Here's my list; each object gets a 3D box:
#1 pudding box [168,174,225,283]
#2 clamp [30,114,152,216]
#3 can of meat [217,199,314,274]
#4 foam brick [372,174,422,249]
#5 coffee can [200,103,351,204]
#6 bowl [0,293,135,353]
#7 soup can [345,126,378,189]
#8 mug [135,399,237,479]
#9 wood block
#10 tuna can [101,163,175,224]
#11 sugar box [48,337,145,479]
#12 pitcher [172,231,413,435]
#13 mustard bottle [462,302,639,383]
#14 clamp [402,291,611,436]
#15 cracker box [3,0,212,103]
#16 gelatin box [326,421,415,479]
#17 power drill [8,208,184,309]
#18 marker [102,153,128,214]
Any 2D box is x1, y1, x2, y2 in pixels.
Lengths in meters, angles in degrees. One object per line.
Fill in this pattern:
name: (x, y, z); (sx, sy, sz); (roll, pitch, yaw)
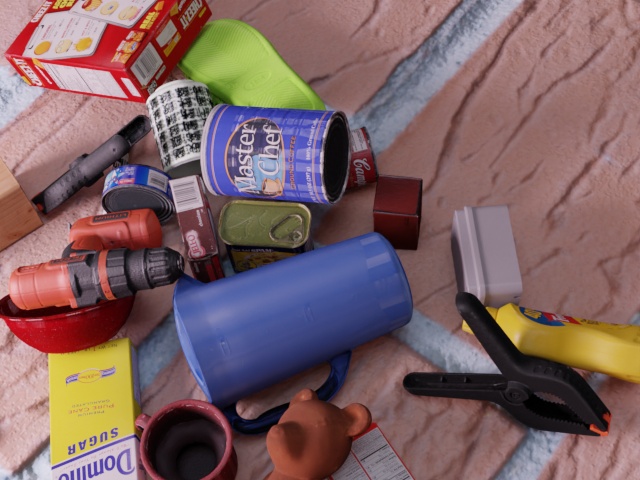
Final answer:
pudding box: (-0.137, -0.004, 1.212); (0.039, 0.090, 0.113); (-13, 59, -4)
clamp: (-0.274, -0.084, 1.258); (0.171, 0.120, 0.039); (-39, 96, 8)
can of meat: (-0.058, 0.001, 1.203); (0.102, 0.084, 0.057); (3, 60, 7)
foam brick: (0.088, -0.031, 1.212); (0.053, 0.078, 0.051); (6, 60, 6)
coffee can: (-0.047, -0.095, 1.172); (0.140, 0.103, 0.102); (5, 60, 18)
bowl: (-0.271, 0.082, 1.168); (0.162, 0.055, 0.162); (-9, 15, 2)
soup can: (0.012, -0.090, 1.258); (0.102, 0.068, 0.068); (-14, 60, -2)
mug: (-0.139, 0.215, 1.090); (0.117, 0.081, 0.093); (25, 65, 18)
wood block: (-0.446, -0.015, 1.249); (0.206, 0.090, 0.091); (-34, 62, -13)
tuna can: (-0.211, -0.053, 1.249); (0.086, 0.086, 0.033); (0, 59, 5)
sugar box: (-0.238, 0.196, 1.132); (0.093, 0.048, 0.176); (-10, 58, 0)
pitcher: (-0.026, 0.089, 1.135); (0.242, 0.149, 0.145); (-20, 45, -10)
mustard bottle: (0.244, 0.102, 1.110); (0.192, 0.096, 0.058); (9, 96, 12)
clamp: (0.198, 0.136, 1.073); (0.210, 0.165, 0.036); (21, 48, 7)
cracker box: (-0.269, -0.262, 1.357); (0.214, 0.072, 0.164); (12, 60, 32)
gelatin box: (0.049, 0.241, 1.086); (0.073, 0.030, 0.089); (-30, 61, -13)
power drill: (-0.226, 0.016, 1.161); (0.184, 0.057, 0.187); (-7, 15, 5)
marker: (-0.248, -0.081, 1.307); (0.020, 0.020, 0.121); (1, 60, 6)
